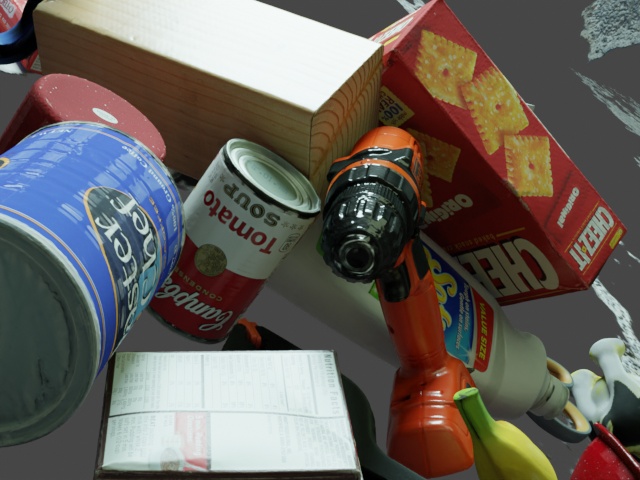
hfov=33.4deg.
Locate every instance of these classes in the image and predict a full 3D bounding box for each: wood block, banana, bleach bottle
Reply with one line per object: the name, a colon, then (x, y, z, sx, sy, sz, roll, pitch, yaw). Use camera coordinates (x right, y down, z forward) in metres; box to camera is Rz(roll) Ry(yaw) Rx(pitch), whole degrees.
wood block: (-0.073, -0.102, 0.692, 0.206, 0.090, 0.090, 23, 48, 20)
banana: (0.105, 0.121, 0.574, 0.197, 0.037, 0.069, 52, 22, -71)
bleach bottle: (0.072, 0.045, 0.749, 0.250, 0.068, 0.102, 33, 56, -14)

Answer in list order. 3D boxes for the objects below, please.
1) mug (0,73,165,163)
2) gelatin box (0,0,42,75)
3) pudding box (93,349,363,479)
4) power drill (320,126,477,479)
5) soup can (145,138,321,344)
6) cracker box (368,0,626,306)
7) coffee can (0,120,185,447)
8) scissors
mug: (-0.133, -0.030, 0.586, 0.093, 0.082, 0.117, 10, 34, -49)
gelatin box: (-0.196, -0.151, 0.808, 0.089, 0.030, 0.073, 11, 33, -49)
pudding box: (-0.042, 0.088, 0.480, 0.113, 0.039, 0.090, 2, 28, -7)
power drill: (0.047, 0.039, 0.614, 0.184, 0.057, 0.187, -64, 143, -67)
soup can: (-0.054, 0.001, 0.618, 0.068, 0.102, 0.068, 32, 22, -15)
cracker box: (0.086, -0.047, 0.766, 0.213, 0.164, 0.072, 49, 59, -14)
coffee can: (-0.127, 0.013, 0.479, 0.103, 0.103, 0.140, 35, 21, -5)
scissors: (0.136, 0.111, 0.806, 0.201, 0.016, 0.096, 10, 38, -42)
